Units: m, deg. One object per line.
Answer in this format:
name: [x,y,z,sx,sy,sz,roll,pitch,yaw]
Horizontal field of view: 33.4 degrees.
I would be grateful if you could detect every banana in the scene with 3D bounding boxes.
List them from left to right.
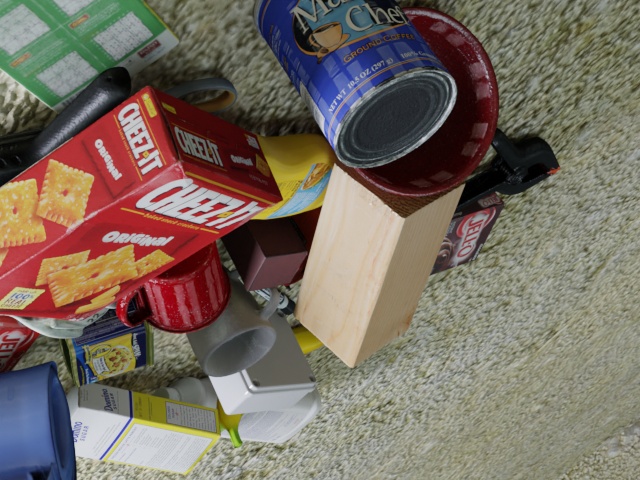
banana: [-0.066,0.161,1.296,0.197,0.069,0.037,-48,175,-27]

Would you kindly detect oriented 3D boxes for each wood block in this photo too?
wood block: [0.051,0.011,1.021,0.090,0.090,0.206,-30,150,-37]

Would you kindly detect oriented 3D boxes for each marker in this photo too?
marker: [-0.055,0.061,1.205,0.020,0.020,0.121,-34,153,7]

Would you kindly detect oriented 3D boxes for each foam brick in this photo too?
foam brick: [-0.057,0.001,1.040,0.051,0.078,0.053,-7,145,-35]

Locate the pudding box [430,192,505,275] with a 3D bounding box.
pudding box: [0.160,-0.010,1.275,0.089,0.039,0.114,-17,150,-26]

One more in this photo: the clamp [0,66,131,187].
clamp: [-0.208,-0.052,0.825,0.210,0.036,0.164,-25,159,8]

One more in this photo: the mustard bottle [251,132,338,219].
mustard bottle: [-0.038,-0.057,0.967,0.191,0.058,0.096,-7,146,-49]

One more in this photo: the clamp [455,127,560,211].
clamp: [0.205,-0.075,1.210,0.171,0.039,0.120,2,140,-46]

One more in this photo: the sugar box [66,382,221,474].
sugar box: [-0.214,0.217,1.226,0.176,0.048,0.093,20,129,-27]

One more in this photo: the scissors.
scissors: [-0.163,-0.083,0.861,0.201,0.016,0.096,-19,155,-12]

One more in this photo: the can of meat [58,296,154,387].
can of meat: [-0.216,0.098,1.071,0.083,0.057,0.102,-18,150,-19]

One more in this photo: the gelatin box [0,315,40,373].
gelatin box: [-0.313,0.098,1.003,0.073,0.030,0.089,5,137,-49]

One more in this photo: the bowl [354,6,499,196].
bowl: [0.073,-0.119,0.931,0.162,0.162,0.055,-20,-170,-19]

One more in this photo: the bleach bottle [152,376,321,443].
bleach bottle: [-0.110,0.206,1.351,0.103,0.068,0.250,-45,147,19]

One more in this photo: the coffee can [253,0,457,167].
coffee can: [0.024,-0.141,0.811,0.102,0.140,0.103,-23,152,-14]

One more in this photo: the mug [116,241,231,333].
mug: [-0.142,0.034,0.993,0.117,0.093,0.081,-38,152,-21]

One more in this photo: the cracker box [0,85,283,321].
cracker box: [-0.157,-0.016,0.810,0.214,0.072,0.164,-30,163,18]

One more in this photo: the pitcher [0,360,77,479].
pitcher: [-0.350,0.201,0.975,0.242,0.145,0.149,-10,166,-7]
